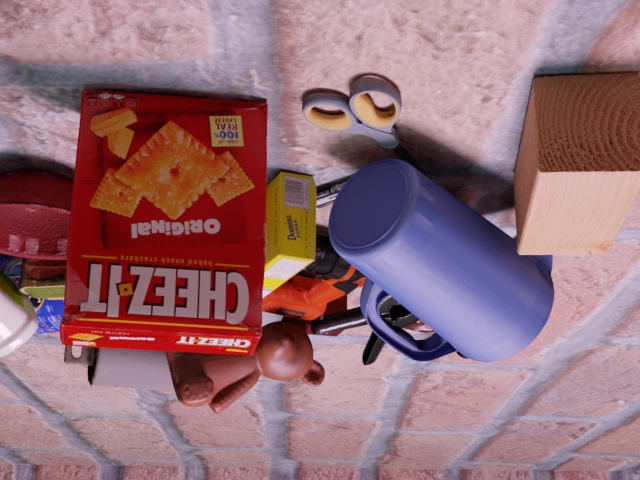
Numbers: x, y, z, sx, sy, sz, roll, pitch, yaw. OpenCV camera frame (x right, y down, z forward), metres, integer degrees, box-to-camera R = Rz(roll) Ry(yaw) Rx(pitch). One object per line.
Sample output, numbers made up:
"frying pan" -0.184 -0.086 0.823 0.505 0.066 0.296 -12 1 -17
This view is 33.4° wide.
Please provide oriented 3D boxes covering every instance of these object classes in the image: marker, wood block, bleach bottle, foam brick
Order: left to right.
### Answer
"bleach bottle" -0.407 0.018 1.136 0.068 0.103 0.250 -38 133 -4
"foam brick" -0.006 0.099 1.466 0.078 0.053 0.051 7 159 -16
"marker" 0.029 -0.053 1.094 0.121 0.020 0.020 -17 154 40
"wood block" 0.229 -0.062 0.960 0.091 0.090 0.206 -1 161 5

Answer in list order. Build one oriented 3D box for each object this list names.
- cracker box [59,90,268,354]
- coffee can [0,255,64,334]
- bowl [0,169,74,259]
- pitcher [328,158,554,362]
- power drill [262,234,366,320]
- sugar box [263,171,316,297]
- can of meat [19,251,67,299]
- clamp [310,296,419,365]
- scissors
"cracker box" -0.130 -0.017 0.909 0.164 0.213 0.072 4 160 -9
"coffee can" -0.334 0.063 1.299 0.140 0.103 0.102 -7 159 20
"bowl" -0.295 -0.031 1.108 0.162 0.055 0.162 1 160 0
"pitcher" 0.112 0.026 1.067 0.145 0.149 0.242 -1 154 44
"power drill" -0.004 0.044 1.306 0.184 0.057 0.188 15 156 -34
"sugar box" -0.058 0.002 1.137 0.048 0.093 0.176 10 158 -24
"can of meat" -0.287 0.020 1.207 0.102 0.084 0.057 -2 160 8
"clamp" 0.073 0.097 1.409 0.120 0.039 0.172 22 125 -36
"scissors" 0.042 -0.096 0.978 0.096 0.016 0.201 -1 160 10
